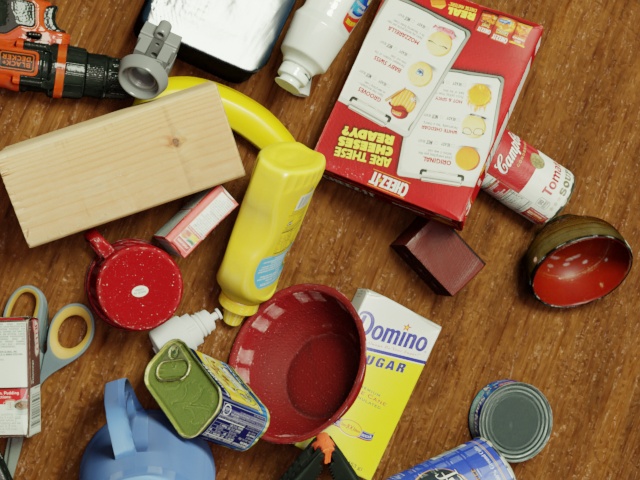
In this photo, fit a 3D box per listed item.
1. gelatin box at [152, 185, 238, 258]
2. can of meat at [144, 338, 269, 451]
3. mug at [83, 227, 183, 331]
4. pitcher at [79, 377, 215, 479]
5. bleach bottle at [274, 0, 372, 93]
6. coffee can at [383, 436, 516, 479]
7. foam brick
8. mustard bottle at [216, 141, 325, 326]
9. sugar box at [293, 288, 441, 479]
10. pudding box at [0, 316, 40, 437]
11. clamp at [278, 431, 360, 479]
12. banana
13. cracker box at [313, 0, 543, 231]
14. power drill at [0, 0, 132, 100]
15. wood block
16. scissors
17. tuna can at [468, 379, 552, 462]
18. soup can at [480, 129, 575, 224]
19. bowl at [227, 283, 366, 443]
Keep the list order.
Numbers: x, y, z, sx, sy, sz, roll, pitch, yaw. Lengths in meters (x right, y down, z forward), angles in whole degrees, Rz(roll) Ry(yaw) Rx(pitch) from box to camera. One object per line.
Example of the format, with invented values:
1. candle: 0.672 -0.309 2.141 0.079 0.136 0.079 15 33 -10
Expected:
1. gelatin box: -0.121 -0.018 1.033 0.073 0.089 0.030 -45 102 -11
2. can of meat: -0.106 0.149 1.015 0.057 0.102 0.083 -50 140 6
3. mug: -0.184 0.034 1.020 0.093 0.082 0.117 -39 99 -12
4. pitcher: -0.158 0.224 0.943 0.149 0.243 0.145 30 86 -8
5. bleach bottle: 0.028 -0.256 1.063 0.068 0.102 0.251 28 80 6
6. coffee can: 0.122 0.275 1.090 0.140 0.103 0.103 -20 95 -17
7. foam brick: 0.122 0.015 1.119 0.051 0.053 0.078 -46 100 -11
8. mustard bottle: -0.057 0.001 1.041 0.058 0.096 0.192 27 114 12
9. sugar box: 0.045 0.147 1.101 0.093 0.048 0.176 27 84 -13
10. pudding box: -0.311 0.128 0.998 0.090 0.039 0.113 -1 88 2
11. clamp: -0.016 0.286 1.056 0.164 0.036 0.210 -7 117 -13
12. banana: -0.101 -0.121 1.069 0.197 0.037 0.070 15 103 -13
13. cracker box: 0.108 -0.138 1.078 0.164 0.072 0.213 22 84 13
14. power drill: -0.255 -0.230 1.014 0.184 0.057 0.187 6 88 -17
15. wood block: -0.184 -0.073 0.996 0.206 0.090 0.091 -19 103 -6
16. scissors: -0.264 0.143 1.030 0.096 0.016 0.202 -2 90 -9
17. tuna can: 0.204 0.193 1.150 0.086 0.034 0.086 0 90 -15
18. soup can: 0.210 -0.070 1.135 0.102 0.069 0.068 31 82 -13
19. bowl: -0.012 0.126 1.052 0.055 0.162 0.162 35 79 -50
